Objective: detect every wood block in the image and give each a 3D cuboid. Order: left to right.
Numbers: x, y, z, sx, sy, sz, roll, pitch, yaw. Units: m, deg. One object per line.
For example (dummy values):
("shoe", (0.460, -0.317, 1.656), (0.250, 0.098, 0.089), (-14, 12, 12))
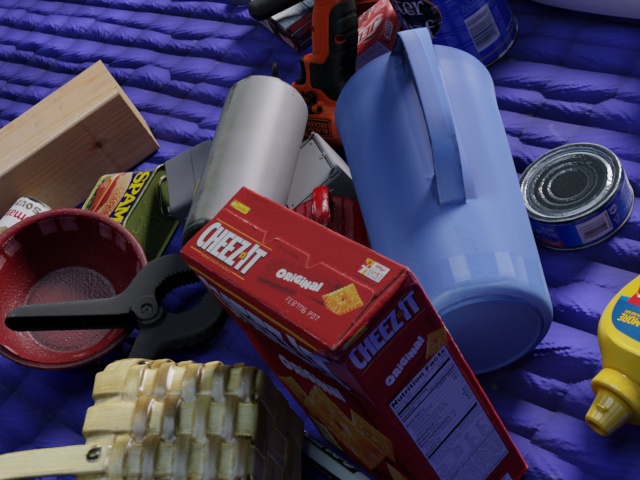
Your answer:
("wood block", (-0.293, -0.091, 1.174), (0.206, 0.090, 0.090), (-35, 40, -1))

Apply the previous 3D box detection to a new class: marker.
("marker", (0.013, 0.164, 0.761), (0.020, 0.020, 0.121), (-47, 41, -15))

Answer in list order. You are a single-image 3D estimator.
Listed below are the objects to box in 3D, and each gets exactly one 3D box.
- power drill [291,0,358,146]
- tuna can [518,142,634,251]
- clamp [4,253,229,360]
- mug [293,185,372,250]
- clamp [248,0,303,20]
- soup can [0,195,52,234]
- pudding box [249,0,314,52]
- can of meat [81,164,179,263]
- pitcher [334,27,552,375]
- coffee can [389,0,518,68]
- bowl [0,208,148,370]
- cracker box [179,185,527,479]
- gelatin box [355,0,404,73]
("power drill", (-0.013, -0.180, 1.004), (0.185, 0.188, 0.057), (12, 29, 40))
("tuna can", (0.195, -0.035, 0.825), (0.086, 0.033, 0.086), (-19, 42, 18))
("clamp", (-0.158, 0.066, 0.928), (0.209, 0.036, 0.165), (-40, 64, -22))
("mug", (0.006, 0.009, 0.852), (0.093, 0.117, 0.081), (-8, 39, 7))
("clamp", (-0.004, -0.277, 1.134), (0.120, 0.039, 0.172), (-54, 32, -12))
("soup can", (-0.315, 0.012, 1.103), (0.069, 0.068, 0.102), (12, 57, 41))
("pudding box", (-0.020, -0.269, 1.206), (0.090, 0.039, 0.114), (-37, 41, -4))
("can of meat", (-0.191, -0.024, 1.064), (0.084, 0.057, 0.102), (-4, 48, 36))
("pitcher", (0.090, -0.031, 0.796), (0.145, 0.149, 0.243), (-42, 40, 32))
("coffee can", (0.115, -0.237, 1.000), (0.103, 0.140, 0.103), (-19, 42, 18))
("bowl", (-0.235, 0.053, 0.986), (0.162, 0.055, 0.162), (1, 63, -1))
("cracker box", (0.022, 0.080, 0.687), (0.072, 0.213, 0.164), (-47, 41, -15))
("gelatin box", (0.047, -0.197, 1.069), (0.089, 0.030, 0.073), (-32, 32, 44))
